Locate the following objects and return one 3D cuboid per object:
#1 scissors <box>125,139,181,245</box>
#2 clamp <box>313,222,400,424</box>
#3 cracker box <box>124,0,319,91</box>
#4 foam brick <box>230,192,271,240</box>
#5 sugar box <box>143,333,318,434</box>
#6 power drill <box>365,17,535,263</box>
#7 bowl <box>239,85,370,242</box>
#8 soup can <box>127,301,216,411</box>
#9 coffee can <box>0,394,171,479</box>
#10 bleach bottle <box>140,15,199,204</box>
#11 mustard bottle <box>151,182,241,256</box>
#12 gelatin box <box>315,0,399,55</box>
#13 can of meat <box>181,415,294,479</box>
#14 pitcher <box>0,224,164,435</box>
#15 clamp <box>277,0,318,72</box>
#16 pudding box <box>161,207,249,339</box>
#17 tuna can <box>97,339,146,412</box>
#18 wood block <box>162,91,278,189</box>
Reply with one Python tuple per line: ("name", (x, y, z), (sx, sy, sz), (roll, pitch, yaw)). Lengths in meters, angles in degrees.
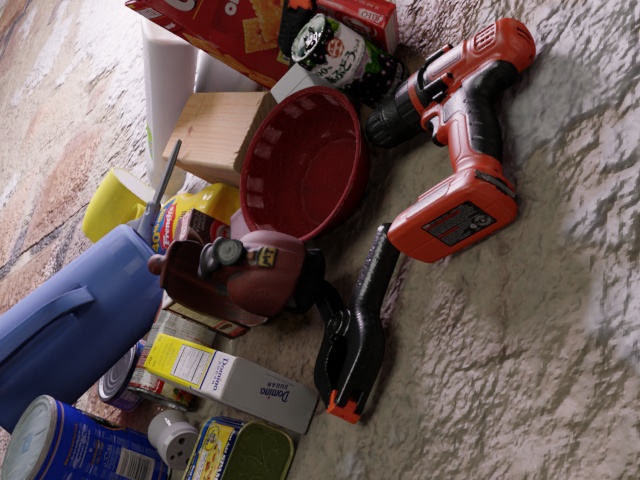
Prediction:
("scissors", (-0.205, -0.037, 1.256), (0.096, 0.016, 0.202), (41, 117, 55))
("clamp", (0.031, 0.067, 0.893), (0.120, 0.039, 0.171), (-52, 28, 38))
("cracker box", (-0.087, -0.285, 1.207), (0.072, 0.213, 0.164), (14, 78, 61))
("foam brick", (-0.057, 0.001, 1.082), (0.051, 0.053, 0.078), (-41, 36, 34))
("sugar box", (-0.085, 0.128, 0.977), (0.177, 0.093, 0.048), (1, 67, 58))
("power drill", (0.099, -0.078, 0.887), (0.185, 0.057, 0.187), (-33, 40, 42))
("bowl", (-0.005, -0.064, 1.027), (0.162, 0.055, 0.162), (-19, 61, 40))
("soup can", (-0.153, 0.120, 1.120), (0.069, 0.068, 0.102), (-7, 60, 57))
("coffee can", (-0.238, 0.230, 1.089), (0.103, 0.140, 0.103), (-39, 36, 36))
("bleach bottle", (-0.190, -0.158, 1.327), (0.102, 0.068, 0.251), (-106, 19, -49))
("mustard bottle", (-0.156, -0.009, 1.246), (0.192, 0.058, 0.096), (-7, 70, 57))
("gelatin box", (0.038, -0.215, 1.050), (0.030, 0.073, 0.089), (-64, -11, -8))
("can of meat", (-0.078, 0.206, 0.936), (0.084, 0.057, 0.102), (-5, 61, 60))
("pitcher", (-0.272, 0.095, 1.161), (0.243, 0.145, 0.149), (-41, 31, -3))
("clamp", (-0.011, -0.219, 1.118), (0.164, 0.036, 0.209), (-63, -8, 9))
("pudding box", (-0.112, 0.034, 1.104), (0.039, 0.090, 0.113), (-32, 41, 46))
("tuna can", (-0.224, 0.154, 1.243), (0.086, 0.033, 0.086), (-39, 36, 36))
("wood block", (-0.087, -0.107, 1.185), (0.206, 0.090, 0.091), (15, 79, 61))
